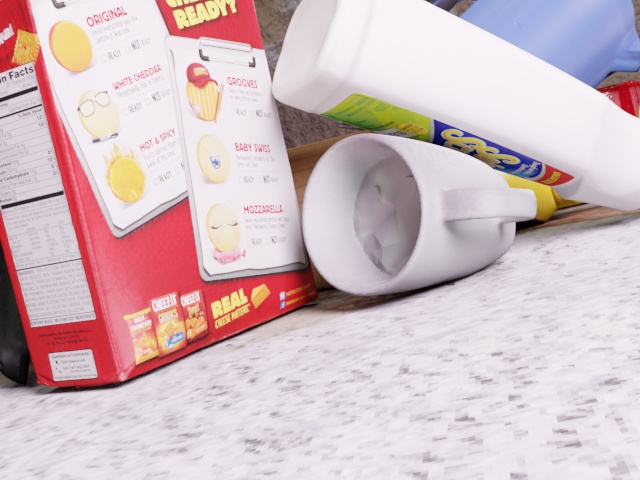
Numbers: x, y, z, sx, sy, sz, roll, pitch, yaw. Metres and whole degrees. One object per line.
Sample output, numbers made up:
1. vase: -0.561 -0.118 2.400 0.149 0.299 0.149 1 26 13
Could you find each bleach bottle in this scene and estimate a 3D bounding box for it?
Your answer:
1. bleach bottle: 0.105 -0.069 0.588 0.250 0.068 0.103 18 -8 -17

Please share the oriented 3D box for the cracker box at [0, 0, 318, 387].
1. cracker box: -0.093 -0.049 0.550 0.072 0.214 0.163 -10 5 36
